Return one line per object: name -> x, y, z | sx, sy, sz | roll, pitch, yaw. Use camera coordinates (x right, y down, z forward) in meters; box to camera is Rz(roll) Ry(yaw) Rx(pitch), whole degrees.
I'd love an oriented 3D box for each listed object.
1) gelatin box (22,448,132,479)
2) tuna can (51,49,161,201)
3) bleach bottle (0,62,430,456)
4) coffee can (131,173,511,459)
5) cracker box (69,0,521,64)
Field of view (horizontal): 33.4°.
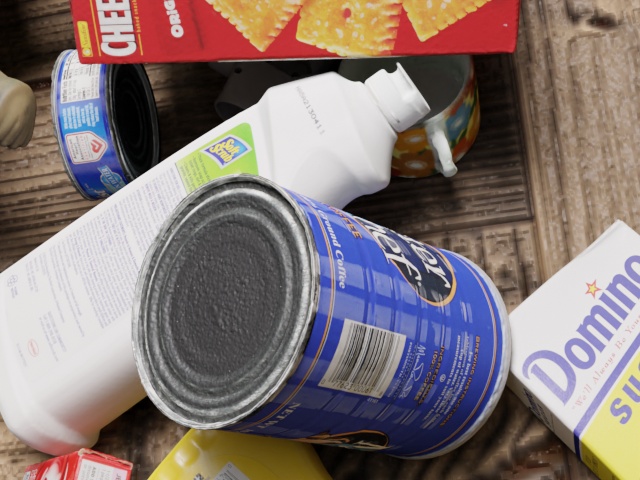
gelatin box -> -0.126, 0.148, 0.505 | 0.073, 0.030, 0.089 | -25, 49, 52
tuna can -> -0.118, -0.066, 0.599 | 0.034, 0.086, 0.086 | -7, 63, 9
bleach bottle -> -0.053, 0.001, 0.533 | 0.251, 0.068, 0.103 | -34, 59, 10
coffee can -> 0.004, 0.039, 0.467 | 0.103, 0.140, 0.103 | -14, 68, 38
cracker box -> -0.008, -0.155, 0.562 | 0.214, 0.072, 0.164 | 0, 31, 5
